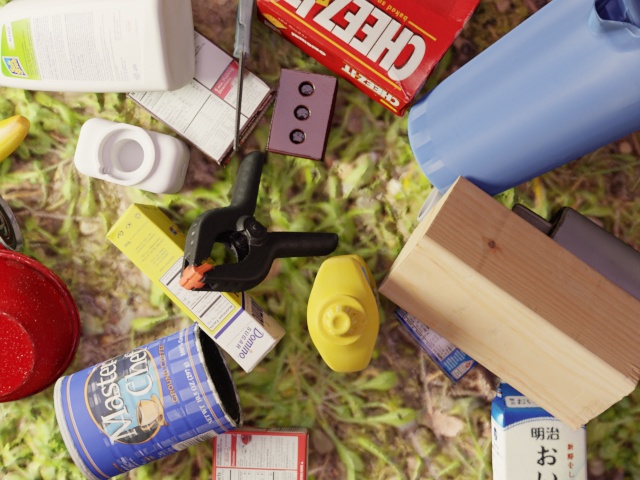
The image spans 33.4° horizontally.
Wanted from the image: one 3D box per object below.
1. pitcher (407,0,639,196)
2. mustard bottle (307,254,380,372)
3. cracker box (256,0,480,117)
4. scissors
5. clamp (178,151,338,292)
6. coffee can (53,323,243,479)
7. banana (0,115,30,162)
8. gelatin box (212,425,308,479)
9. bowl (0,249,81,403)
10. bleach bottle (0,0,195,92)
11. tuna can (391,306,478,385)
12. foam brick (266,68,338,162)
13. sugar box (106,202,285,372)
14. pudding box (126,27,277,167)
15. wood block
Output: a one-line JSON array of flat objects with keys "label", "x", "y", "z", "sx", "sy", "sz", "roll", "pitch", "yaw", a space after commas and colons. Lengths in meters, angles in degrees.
[{"label": "pitcher", "x": 0.199, "y": -0.123, "z": 0.889, "sx": 0.149, "sy": 0.144, "sz": 0.243, "roll": 44, "pitch": 132, "yaw": -18}, {"label": "mustard bottle", "x": 0.021, "y": 0.062, "z": 0.909, "sx": 0.058, "sy": 0.191, "sz": 0.096, "roll": -3, "pitch": 90, "yaw": 3}, {"label": "cracker box", "x": 0.068, "y": -0.246, "z": 0.951, "sx": 0.164, "sy": 0.072, "sz": 0.213, "roll": 34, "pitch": 85, "yaw": 2}, {"label": "scissors", "x": -0.070, "y": -0.179, "z": 0.961, "sx": 0.016, "sy": 0.096, "sz": 0.202, "roll": 4, "pitch": 92, "yaw": -6}, {"label": "clamp", "x": -0.056, "y": 0.001, "z": 0.947, "sx": 0.120, "sy": 0.171, "sz": 0.039, "roll": 38, "pitch": 137, "yaw": 0}, {"label": "coffee can", "x": -0.154, "y": 0.147, "z": 0.966, "sx": 0.140, "sy": 0.103, "sz": 0.103, "roll": -22, "pitch": 89, "yaw": 3}, {"label": "banana", "x": -0.353, "y": -0.056, "z": 0.994, "sx": 0.197, "sy": 0.070, "sz": 0.037, "roll": -33, "pitch": 103, "yaw": -7}, {"label": "gelatin box", "x": -0.056, "y": 0.212, "z": 0.997, "sx": 0.089, "sy": 0.030, "sz": 0.073, "roll": 1, "pitch": 92, "yaw": 4}, {"label": "bowl", "x": -0.302, "y": 0.090, "z": 0.969, "sx": 0.162, "sy": 0.055, "sz": 0.162, "roll": -2, "pitch": 113, "yaw": -6}, {"label": "bleach bottle", "x": -0.240, "y": -0.186, "z": 0.965, "sx": 0.251, "sy": 0.068, "sz": 0.102, "roll": 4, "pitch": 111, "yaw": 20}, {"label": "tuna can", "x": 0.104, "y": 0.087, "z": 0.957, "sx": 0.034, "sy": 0.086, "sz": 0.086, "roll": -41, "pitch": 88, "yaw": 1}, {"label": "foam brick", "x": -0.015, "y": -0.115, "z": 0.979, "sx": 0.053, "sy": 0.051, "sz": 0.078, "roll": 10, "pitch": 91, "yaw": 3}, {"label": "sugar box", "x": -0.109, "y": 0.040, "z": 0.967, "sx": 0.176, "sy": 0.093, "sz": 0.048, "roll": 41, "pitch": 93, "yaw": 1}, {"label": "pudding box", "x": -0.109, "y": -0.136, "z": 0.992, "sx": 0.113, "sy": 0.039, "sz": 0.090, "roll": 37, "pitch": 94, "yaw": 5}, {"label": "wood block", "x": 0.167, "y": 0.053, "z": 0.898, "sx": 0.206, "sy": 0.090, "sz": 0.090, "roll": 36, "pitch": 49, "yaw": 0}]
